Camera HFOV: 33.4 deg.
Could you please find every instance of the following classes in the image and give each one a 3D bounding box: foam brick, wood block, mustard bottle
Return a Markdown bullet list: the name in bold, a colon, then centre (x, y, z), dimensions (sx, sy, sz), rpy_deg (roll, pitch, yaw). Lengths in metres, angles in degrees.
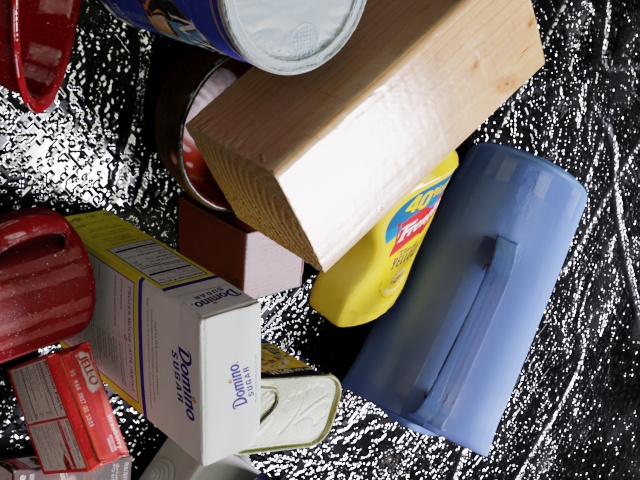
- **foam brick**: centre (-0.055, 0.001, 0.730), dimensions (0.051, 0.078, 0.053), rpy_deg (-15, 120, -39)
- **wood block**: centre (0.032, -0.092, 0.659), dimensions (0.206, 0.091, 0.090), rpy_deg (-43, 136, -16)
- **mustard bottle**: centre (0.055, -0.027, 0.784), dimensions (0.096, 0.058, 0.192), rpy_deg (-30, 150, -45)

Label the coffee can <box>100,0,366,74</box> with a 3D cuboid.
- **coffee can**: centre (-0.055, -0.159, 0.611), dimensions (0.102, 0.141, 0.103), rpy_deg (-19, 121, -36)

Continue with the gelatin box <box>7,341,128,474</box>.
- **gelatin box**: centre (-0.156, 0.104, 0.656), dimensions (0.030, 0.089, 0.073), rpy_deg (-19, 89, -34)

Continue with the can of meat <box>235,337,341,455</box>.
- **can of meat**: centre (-0.051, 0.109, 0.777), dimensions (0.101, 0.084, 0.057), rpy_deg (3, 106, -44)

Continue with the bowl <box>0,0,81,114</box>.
- **bowl**: centre (-0.160, -0.148, 0.542), dimensions (0.055, 0.162, 0.162), rpy_deg (8, 106, -4)

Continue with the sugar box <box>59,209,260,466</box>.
- **sugar box**: centre (-0.101, 0.051, 0.637), dimensions (0.048, 0.176, 0.093), rpy_deg (-16, 118, -38)

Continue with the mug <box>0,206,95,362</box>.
- **mug**: centre (-0.179, 0.021, 0.605), dimensions (0.081, 0.093, 0.117), rpy_deg (-19, 157, -42)

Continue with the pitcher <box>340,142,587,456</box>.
- **pitcher**: centre (0.126, 0.046, 0.877), dimensions (0.144, 0.149, 0.243), rpy_deg (30, 84, -42)
